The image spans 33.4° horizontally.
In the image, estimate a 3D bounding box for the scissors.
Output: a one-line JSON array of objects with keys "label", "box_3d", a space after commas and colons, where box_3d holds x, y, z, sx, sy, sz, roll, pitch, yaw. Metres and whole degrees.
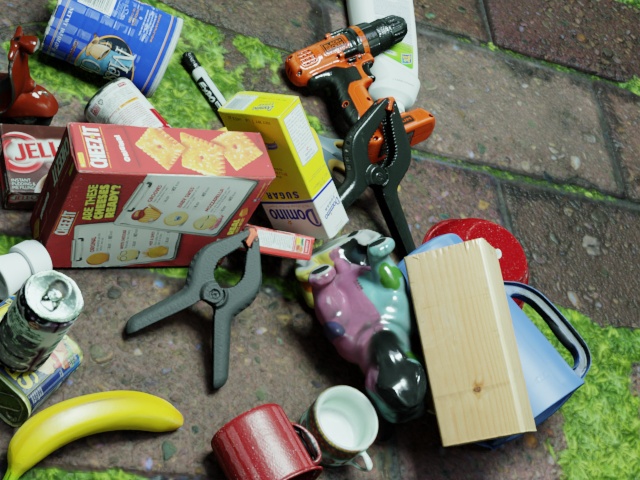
[{"label": "scissors", "box_3d": [-0.016, -0.120, 1.367, 0.201, 0.016, 0.096, 24, 45, -16]}]

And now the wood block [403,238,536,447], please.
[{"label": "wood block", "box_3d": [0.161, 0.112, 1.155, 0.090, 0.091, 0.206, 25, 53, -69]}]

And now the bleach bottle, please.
[{"label": "bleach bottle", "box_3d": [0.087, -0.275, 1.508, 0.102, 0.068, 0.251, 10, 57, -20]}]

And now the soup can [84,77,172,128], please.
[{"label": "soup can", "box_3d": [-0.213, -0.128, 1.220, 0.102, 0.069, 0.068, 48, 48, 7]}]

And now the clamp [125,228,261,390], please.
[{"label": "clamp", "box_3d": [-0.109, 0.069, 1.129, 0.120, 0.039, 0.171, 43, 81, -11]}]

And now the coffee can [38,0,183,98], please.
[{"label": "coffee can", "box_3d": [-0.246, -0.242, 1.255, 0.140, 0.103, 0.102, 23, 50, -16]}]

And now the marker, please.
[{"label": "marker", "box_3d": [-0.138, -0.189, 1.340, 0.020, 0.020, 0.121, -24, 73, -40]}]

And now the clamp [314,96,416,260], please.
[{"label": "clamp", "box_3d": [0.072, -0.071, 1.316, 0.164, 0.036, 0.210, 20, 82, -28]}]

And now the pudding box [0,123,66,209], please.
[{"label": "pudding box", "box_3d": [-0.291, -0.080, 1.159, 0.113, 0.039, 0.090, 0, 59, -31]}]

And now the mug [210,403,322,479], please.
[{"label": "mug", "box_3d": [-0.049, 0.215, 1.072, 0.117, 0.093, 0.081, -11, 61, -42]}]

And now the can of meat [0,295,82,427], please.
[{"label": "can of meat", "box_3d": [-0.291, 0.112, 1.017, 0.102, 0.058, 0.083, 42, 45, 1]}]

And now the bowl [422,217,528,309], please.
[{"label": "bowl", "box_3d": [0.213, 0.028, 1.378, 0.162, 0.055, 0.162, 15, 53, -22]}]

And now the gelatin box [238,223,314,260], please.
[{"label": "gelatin box", "box_3d": [-0.058, 0.001, 1.213, 0.073, 0.089, 0.030, 11, 88, -23]}]

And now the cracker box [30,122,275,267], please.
[{"label": "cracker box", "box_3d": [-0.178, -0.045, 1.119, 0.213, 0.164, 0.072, 1, 54, -31]}]

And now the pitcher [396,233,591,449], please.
[{"label": "pitcher", "box_3d": [0.195, 0.110, 1.263, 0.243, 0.145, 0.149, 55, 24, 16]}]

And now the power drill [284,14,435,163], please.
[{"label": "power drill", "box_3d": [0.071, -0.204, 1.408, 0.184, 0.057, 0.188, -26, 67, -16]}]

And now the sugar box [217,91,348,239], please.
[{"label": "sugar box", "box_3d": [-0.040, -0.082, 1.192, 0.048, 0.093, 0.176, -47, 132, -32]}]

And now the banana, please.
[{"label": "banana", "box_3d": [-0.217, 0.177, 1.017, 0.197, 0.070, 0.037, -15, 39, -36]}]
